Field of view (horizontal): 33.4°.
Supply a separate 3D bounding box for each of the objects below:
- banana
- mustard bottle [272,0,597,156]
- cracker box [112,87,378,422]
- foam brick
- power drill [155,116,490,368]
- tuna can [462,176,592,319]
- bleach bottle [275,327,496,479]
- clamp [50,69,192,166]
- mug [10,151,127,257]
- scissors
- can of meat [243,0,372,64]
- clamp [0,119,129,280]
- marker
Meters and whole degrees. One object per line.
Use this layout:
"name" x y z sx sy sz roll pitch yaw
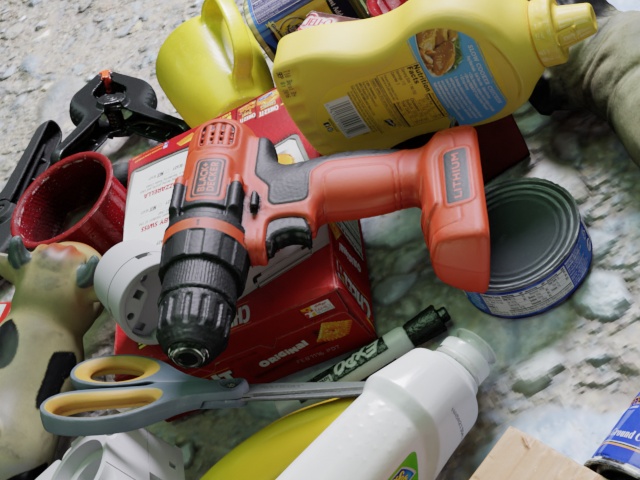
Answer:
"banana" -0.036 0.151 0.625 0.197 0.037 0.070 -46 63 -8
"mustard bottle" 0.073 -0.108 0.655 0.192 0.096 0.058 -13 45 27
"cracker box" -0.055 0.001 0.744 0.164 0.072 0.213 -24 44 17
"foam brick" 0.090 -0.066 0.719 0.078 0.051 0.053 -34 41 3
"power drill" 0.002 -0.006 0.616 0.187 0.057 0.184 -2 47 5
"tuna can" 0.120 0.005 0.648 0.086 0.033 0.086 -19 44 20
"bleach bottle" 0.007 0.148 0.562 0.068 0.102 0.250 33 68 29
"clamp" -0.188 -0.104 0.933 0.120 0.039 0.172 -13 29 -19
"mug" -0.187 -0.008 0.835 0.117 0.081 0.093 1 54 35
"scissors" -0.064 0.084 0.636 0.201 0.016 0.096 -7 19 -15
"can of meat" -0.001 -0.167 0.838 0.084 0.102 0.057 -28 43 14
"clamp" -0.261 -0.017 0.928 0.165 0.036 0.209 18 61 44
"marker" 0.027 0.076 0.658 0.121 0.020 0.020 -32 41 6
